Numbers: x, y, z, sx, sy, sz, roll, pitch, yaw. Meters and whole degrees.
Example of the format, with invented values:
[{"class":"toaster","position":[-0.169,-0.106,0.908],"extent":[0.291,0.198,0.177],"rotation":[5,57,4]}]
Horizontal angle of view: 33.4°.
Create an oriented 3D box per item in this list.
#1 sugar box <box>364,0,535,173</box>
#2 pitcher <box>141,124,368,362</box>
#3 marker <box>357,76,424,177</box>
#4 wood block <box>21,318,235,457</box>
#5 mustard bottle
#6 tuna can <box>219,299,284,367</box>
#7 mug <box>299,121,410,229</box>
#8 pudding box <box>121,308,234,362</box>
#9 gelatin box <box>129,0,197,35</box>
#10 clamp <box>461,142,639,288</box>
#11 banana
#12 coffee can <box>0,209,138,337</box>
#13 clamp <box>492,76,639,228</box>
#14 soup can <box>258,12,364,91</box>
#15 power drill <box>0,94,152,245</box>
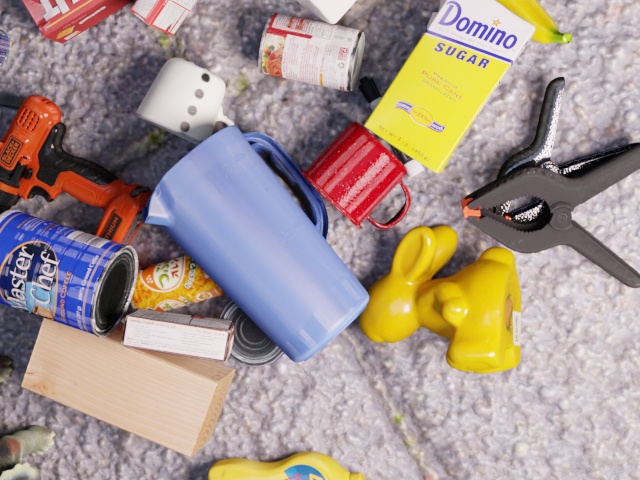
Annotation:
[{"class":"sugar box","position":[0.131,-0.165,1.087],"extent":[0.093,0.048,0.176],"rotation":[33,100,6]},{"class":"pitcher","position":[-0.057,0.001,1.131],"extent":[0.149,0.145,0.243],"rotation":[-42,89,7]},{"class":"marker","position":[0.076,-0.125,1.166],"extent":[0.020,0.020,0.121],"rotation":[-30,89,10]},{"class":"wood block","position":[-0.213,0.154,1.196],"extent":[0.206,0.090,0.091],"rotation":[21,97,7]},{"class":"mustard bottle","position":[-0.025,0.286,1.192],"extent":[0.192,0.058,0.096],"rotation":[-8,90,9]},{"class":"tuna can","position":[-0.071,0.098,1.198],"extent":[0.086,0.033,0.086],"rotation":[1,94,9]},{"class":"mug","position":[0.047,-0.064,1.141],"extent":[0.117,0.093,0.081],"rotation":[43,94,-1]},{"class":"pudding box","position":[-0.150,0.101,1.139],"extent":[0.113,0.090,0.039],"rotation":[7,91,-2]},{"class":"gelatin box","position":[-0.163,-0.265,1.158],"extent":[0.030,0.089,0.073],"rotation":[37,98,6]},{"class":"clamp","position":[0.254,-0.039,1.104],"extent":[0.210,0.036,0.165],"rotation":[9,112,-1]},{"class":"banana","position":[0.194,-0.277,1.114],"extent":[0.037,0.070,0.198],"rotation":[-34,86,-26]},{"class":"coffee can","position":[-0.281,0.034,1.141],"extent":[0.140,0.102,0.103],"rotation":[17,96,11]},{"class":"clamp","position":[0.253,-0.073,1.132],"extent":[0.120,0.039,0.172],"rotation":[33,106,4]},{"class":"soup can","position":[-0.009,-0.203,1.149],"extent":[0.102,0.068,0.068],"rotation":[13,96,7]},{"class":"power drill","position":[-0.299,-0.045,1.211],"extent":[0.187,0.057,0.184],"rotation":[33,106,4]}]
